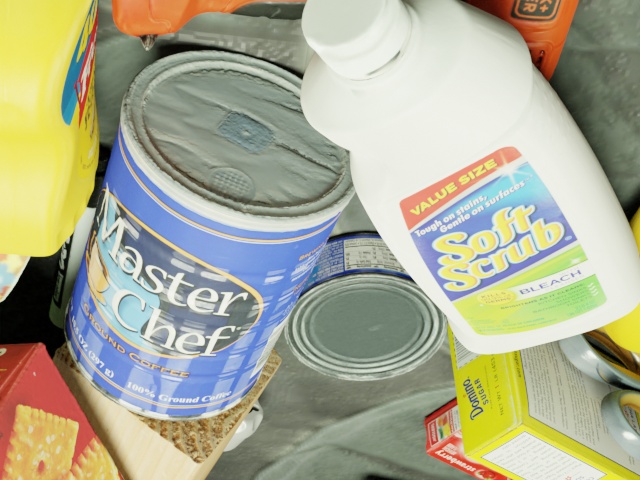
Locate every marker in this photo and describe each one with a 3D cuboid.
[{"bbox_3d":[-0.121,0.001,0.542,0.020,0.020,0.121,12,134,-12],"label":"marker"}]

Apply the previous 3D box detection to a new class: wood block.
[{"bbox_3d":[-0.113,0.124,0.599,0.091,0.090,0.206,35,131,4],"label":"wood block"}]

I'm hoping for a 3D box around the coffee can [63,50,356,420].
[{"bbox_3d":[-0.053,0.001,0.484,0.102,0.103,0.140,13,134,-14],"label":"coffee can"}]

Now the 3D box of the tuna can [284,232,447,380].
[{"bbox_3d":[0.023,0.036,0.569,0.086,0.033,0.086,0,135,-1],"label":"tuna can"}]

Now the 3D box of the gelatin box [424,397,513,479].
[{"bbox_3d":[0.121,0.121,0.660,0.089,0.030,0.073,31,127,-28],"label":"gelatin box"}]

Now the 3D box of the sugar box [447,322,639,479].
[{"bbox_3d":[0.150,0.106,0.601,0.176,0.093,0.048,32,127,-29],"label":"sugar box"}]

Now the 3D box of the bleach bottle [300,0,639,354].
[{"bbox_3d":[0.056,-0.024,0.432,0.103,0.068,0.250,-17,152,22],"label":"bleach bottle"}]

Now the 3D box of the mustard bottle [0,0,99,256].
[{"bbox_3d":[-0.105,-0.077,0.378,0.058,0.096,0.192,7,151,-10],"label":"mustard bottle"}]
